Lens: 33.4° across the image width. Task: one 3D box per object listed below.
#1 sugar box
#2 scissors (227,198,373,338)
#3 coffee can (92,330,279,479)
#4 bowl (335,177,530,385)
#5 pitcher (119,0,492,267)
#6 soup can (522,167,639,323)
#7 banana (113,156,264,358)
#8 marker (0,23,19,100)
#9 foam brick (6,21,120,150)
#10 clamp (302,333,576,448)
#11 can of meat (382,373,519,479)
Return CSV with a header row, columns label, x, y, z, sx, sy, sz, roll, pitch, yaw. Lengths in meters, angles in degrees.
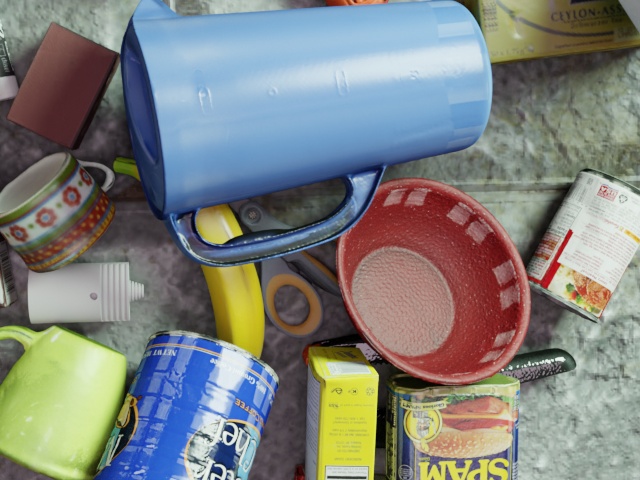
label,x,y,z,sx,sy,sz,roll,pitch,yaw
sugar box,0.013,0.172,0.767,0.048,0.093,0.176,-1,97,-5
scissors,-0.055,0.001,0.810,0.201,0.016,0.096,29,91,-10
coffee can,-0.098,0.148,0.747,0.102,0.103,0.140,24,62,-10
bowl,0.074,0.036,0.793,0.162,0.055,0.162,10,63,-22
pitcher,-0.009,-0.088,0.733,0.242,0.145,0.149,-10,136,-16
soup can,0.207,0.004,0.824,0.068,0.068,0.102,28,90,-11
banana,-0.081,0.015,0.792,0.037,0.070,0.198,-33,101,-45
marker,-0.239,-0.161,0.763,0.020,0.020,0.121,-14,98,-7
foam brick,-0.182,-0.109,0.760,0.051,0.053,0.078,26,92,-10
clamp,0.080,0.138,0.834,0.210,0.036,0.164,17,92,-8
can of meat,0.097,0.143,0.789,0.102,0.057,0.084,0,94,-11
